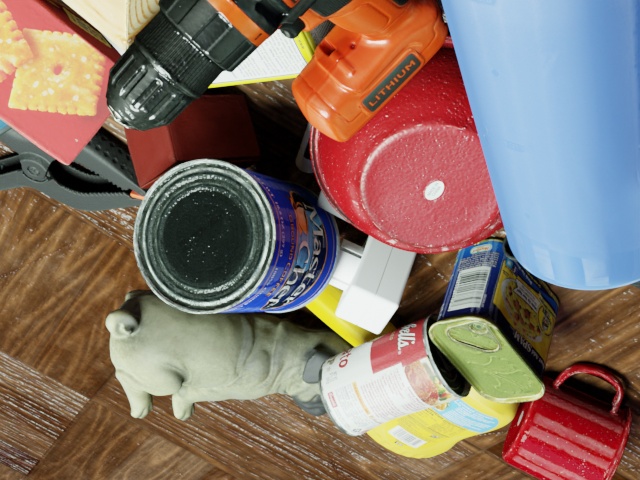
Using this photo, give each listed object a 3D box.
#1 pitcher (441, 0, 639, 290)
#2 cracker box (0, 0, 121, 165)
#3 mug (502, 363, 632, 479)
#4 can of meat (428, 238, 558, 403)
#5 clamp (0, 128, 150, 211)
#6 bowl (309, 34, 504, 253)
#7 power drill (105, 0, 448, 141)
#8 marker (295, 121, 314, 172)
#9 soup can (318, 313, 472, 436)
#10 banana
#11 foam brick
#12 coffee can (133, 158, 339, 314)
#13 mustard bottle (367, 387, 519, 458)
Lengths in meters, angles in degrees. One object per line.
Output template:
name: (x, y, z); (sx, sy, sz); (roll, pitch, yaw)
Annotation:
pitcher: (0.142, -0.087, 0.559); (0.145, 0.149, 0.243); (-5, 132, 18)
cracker box: (-0.216, -0.147, 0.604); (0.213, 0.072, 0.164); (39, -178, -26)
mug: (0.210, 0.156, 0.901); (0.081, 0.093, 0.117); (24, 113, 6)
can of meat: (0.135, 0.060, 0.812); (0.058, 0.084, 0.102); (-15, 130, 39)
clamp: (-0.234, -0.077, 0.874); (0.210, 0.036, 0.164); (12, 143, 11)
bowl: (0.072, -0.048, 0.690); (0.162, 0.055, 0.162); (2, 124, 3)
power drill: (-0.011, -0.113, 0.575); (0.057, 0.184, 0.187); (49, -170, 20)
marker: (0.003, -0.091, 0.748); (0.020, 0.020, 0.121); (22, 144, 0)
soup can: (0.058, 0.107, 0.836); (0.102, 0.068, 0.068); (-26, 124, 26)
banana: (0.015, 0.051, 0.891); (0.197, 0.037, 0.070); (40, 166, -16)
foam brick: (-0.092, -0.071, 0.763); (0.053, 0.078, 0.051); (-24, 79, 45)
coffee can: (-0.055, 0.001, 0.761); (0.103, 0.103, 0.140); (8, 180, 19)
mustard bottle: (0.117, 0.135, 0.937); (0.096, 0.058, 0.192); (33, 142, -16)
